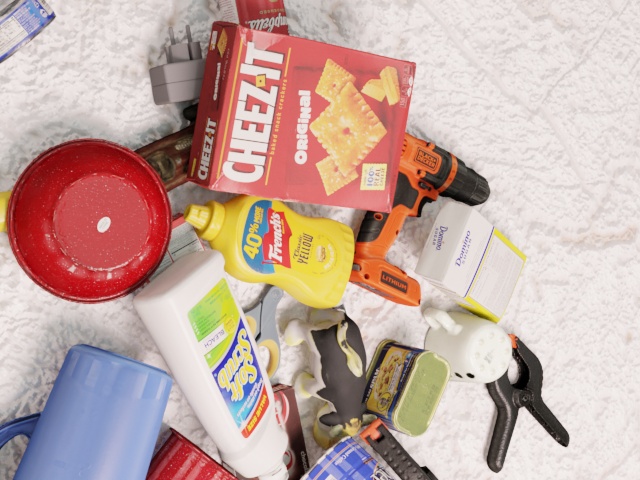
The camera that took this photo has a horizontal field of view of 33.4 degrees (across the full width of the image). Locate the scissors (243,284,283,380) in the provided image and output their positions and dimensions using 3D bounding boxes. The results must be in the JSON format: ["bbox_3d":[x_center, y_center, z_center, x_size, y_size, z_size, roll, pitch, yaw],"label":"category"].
[{"bbox_3d":[-0.045,0.078,1.181,0.201,0.016,0.096,-45,113,-19],"label":"scissors"}]

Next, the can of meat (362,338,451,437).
[{"bbox_3d":[0.095,0.169,1.221,0.057,0.084,0.102,29,79,-26],"label":"can of meat"}]

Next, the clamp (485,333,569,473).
[{"bbox_3d":[0.256,0.198,1.334,0.120,0.039,0.171,-5,95,-29],"label":"clamp"}]

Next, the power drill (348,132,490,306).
[{"bbox_3d":[0.106,-0.022,1.235,0.184,0.057,0.187,24,80,-30],"label":"power drill"}]

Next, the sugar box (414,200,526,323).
[{"bbox_3d":[0.177,0.027,1.238,0.176,0.048,0.093,34,78,-51],"label":"sugar box"}]

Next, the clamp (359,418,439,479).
[{"bbox_3d":[0.121,0.281,1.189,0.036,0.165,0.210,-42,116,-4],"label":"clamp"}]

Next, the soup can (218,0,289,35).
[{"bbox_3d":[-0.072,-0.253,1.121,0.068,0.069,0.102,-14,98,-27],"label":"soup can"}]

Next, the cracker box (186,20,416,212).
[{"bbox_3d":[-0.015,-0.122,1.092,0.213,0.072,0.164,6,98,-30],"label":"cracker box"}]

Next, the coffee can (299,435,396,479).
[{"bbox_3d":[0.048,0.292,1.132,0.140,0.103,0.102,41,69,18],"label":"coffee can"}]

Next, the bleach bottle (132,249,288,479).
[{"bbox_3d":[-0.093,0.141,1.089,0.102,0.068,0.251,-44,115,-43],"label":"bleach bottle"}]

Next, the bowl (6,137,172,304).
[{"bbox_3d":[-0.212,-0.018,1.014,0.161,0.055,0.162,-1,92,-23],"label":"bowl"}]

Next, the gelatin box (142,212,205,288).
[{"bbox_3d":[-0.155,0.026,1.112,0.073,0.030,0.089,-31,106,-25],"label":"gelatin box"}]

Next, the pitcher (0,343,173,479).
[{"bbox_3d":[-0.241,0.225,1.030,0.149,0.145,0.243,28,75,-41],"label":"pitcher"}]

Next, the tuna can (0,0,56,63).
[{"bbox_3d":[-0.290,-0.197,0.997,0.086,0.086,0.033,-46,113,-19],"label":"tuna can"}]

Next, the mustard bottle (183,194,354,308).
[{"bbox_3d":[-0.057,0.001,1.128,0.191,0.058,0.096,21,72,-28],"label":"mustard bottle"}]

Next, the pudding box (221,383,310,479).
[{"bbox_3d":[-0.064,0.222,1.164,0.089,0.039,0.113,-15,100,-28],"label":"pudding box"}]

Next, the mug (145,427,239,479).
[{"bbox_3d":[-0.139,0.258,1.107,0.081,0.093,0.117,-52,150,-11],"label":"mug"}]
